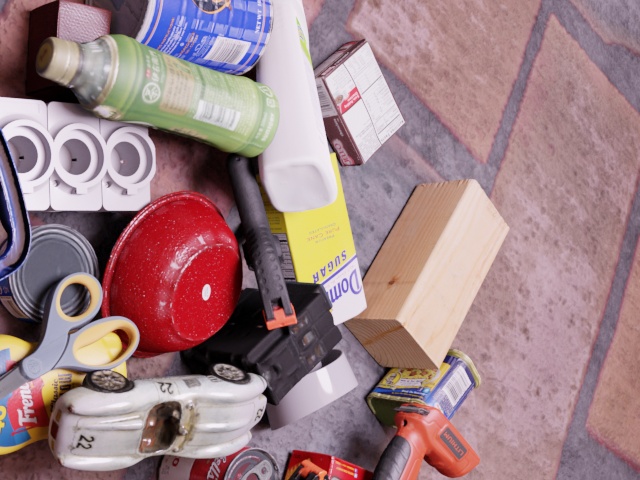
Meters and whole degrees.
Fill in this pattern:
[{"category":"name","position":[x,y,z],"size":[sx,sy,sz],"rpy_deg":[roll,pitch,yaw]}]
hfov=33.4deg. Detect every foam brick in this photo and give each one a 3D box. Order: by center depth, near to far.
[{"category":"foam brick","position":[-0.218,-0.162,0.922],"size":[0.052,0.051,0.078],"rpy_deg":[8,82,-43]}]

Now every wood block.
[{"category":"wood block","position":[0.122,0.036,1.216],"size":[0.090,0.091,0.206],"rpy_deg":[50,57,-30]}]

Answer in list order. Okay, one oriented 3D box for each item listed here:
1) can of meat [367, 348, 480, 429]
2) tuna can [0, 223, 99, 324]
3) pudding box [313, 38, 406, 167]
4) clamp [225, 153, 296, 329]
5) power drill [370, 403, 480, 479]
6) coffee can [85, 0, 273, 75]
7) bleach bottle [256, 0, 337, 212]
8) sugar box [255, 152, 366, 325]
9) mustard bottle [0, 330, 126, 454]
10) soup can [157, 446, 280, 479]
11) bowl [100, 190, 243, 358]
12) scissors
[{"category":"can of meat","position":[0.114,0.168,1.196],"size":[0.083,0.102,0.057],"rpy_deg":[-46,119,-33]},{"category":"tuna can","position":[-0.234,0.029,0.910],"size":[0.085,0.034,0.086],"rpy_deg":[3,86,-44]},{"category":"pudding box","position":[0.038,-0.152,1.180],"size":[0.089,0.039,0.113],"rpy_deg":[-46,120,-36]},{"category":"clamp","position":[-0.057,0.001,0.996],"size":[0.039,0.171,0.120],"rpy_deg":[-21,137,-1]},{"category":"power drill","position":[0.091,0.277,1.094],"size":[0.184,0.057,0.187],"rpy_deg":[52,56,-27]},{"category":"coffee can","position":[-0.128,-0.210,0.976],"size":[0.140,0.103,0.103],"rpy_deg":[1,87,-44]},{"category":"bleach bottle","position":[-0.033,-0.160,1.059],"size":[0.102,0.068,0.251],"rpy_deg":[69,13,-62]},{"category":"sugar box","position":[-0.009,0.004,1.121],"size":[0.093,0.048,0.176],"rpy_deg":[-23,103,-42]},{"category":"mustard bottle","position":[-0.252,0.124,0.872],"size":[0.191,0.058,0.096],"rpy_deg":[1,92,-44]},{"category":"soup can","position":[-0.095,0.221,0.989],"size":[0.068,0.102,0.068],"rpy_deg":[2,87,-44]},{"category":"bowl","position":[-0.121,0.039,0.969],"size":[0.161,0.055,0.162],"rpy_deg":[-28,128,-44]},{"category":"scissors","position":[-0.232,0.082,0.852],"size":[0.201,0.016,0.096],"rpy_deg":[-13,79,-47]}]
